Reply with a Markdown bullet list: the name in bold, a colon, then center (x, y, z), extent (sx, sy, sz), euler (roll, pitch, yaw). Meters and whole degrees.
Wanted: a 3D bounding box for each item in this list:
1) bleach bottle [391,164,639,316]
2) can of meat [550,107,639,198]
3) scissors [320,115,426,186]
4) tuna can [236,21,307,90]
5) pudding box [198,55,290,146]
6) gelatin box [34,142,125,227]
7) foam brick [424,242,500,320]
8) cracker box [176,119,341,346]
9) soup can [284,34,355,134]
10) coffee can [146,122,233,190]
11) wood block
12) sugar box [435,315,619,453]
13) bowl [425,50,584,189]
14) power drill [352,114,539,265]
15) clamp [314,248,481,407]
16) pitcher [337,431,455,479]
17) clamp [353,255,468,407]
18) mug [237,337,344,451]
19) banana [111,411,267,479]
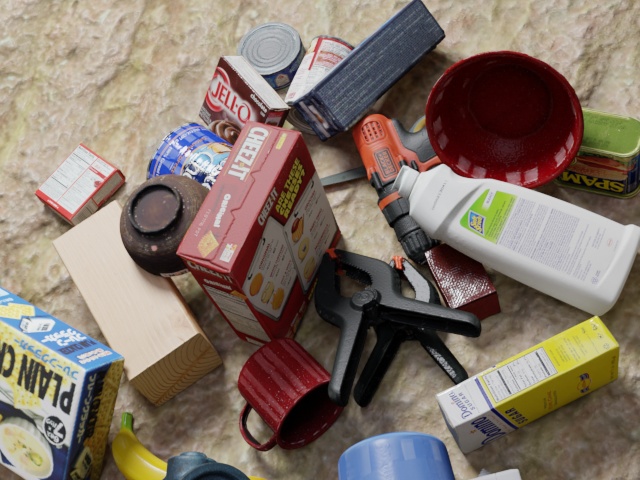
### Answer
- **bleach bottle**: center (0.196, -0.018, 1.101), extent (0.251, 0.068, 0.102), euler (26, 71, 4)
- **can of meat**: center (0.299, -0.096, 1.150), extent (0.102, 0.084, 0.057), euler (14, 67, 21)
- **scissors**: center (0.080, -0.105, 1.250), extent (0.202, 0.016, 0.096), euler (-1, 65, 13)
- **tuna can**: center (-0.062, -0.234, 1.347), extent (0.086, 0.033, 0.086), euler (-6, 61, 11)
- **pudding box**: center (-0.093, -0.156, 1.283), extent (0.039, 0.090, 0.114), euler (-13, 50, -42)
- **gelatin box**: center (-0.297, -0.067, 1.323), extent (0.073, 0.030, 0.089), euler (33, 75, 28)
- **foam brick**: center (0.151, 0.044, 1.134), extent (0.053, 0.051, 0.078), euler (-23, 59, 3)
- **cracker box**: center (-0.057, 0.001, 1.116), extent (0.072, 0.213, 0.164), euler (17, 68, 22)
- **soup can**: center (0.002, -0.187, 1.286), extent (0.069, 0.068, 0.102), euler (14, 67, 21)
- **coffee can**: center (-0.116, -0.060, 1.229), extent (0.140, 0.102, 0.102), euler (34, 75, 27)
- **wood block**: center (-0.205, 0.068, 1.192), extent (0.091, 0.090, 0.206), euler (-34, 60, -5)
- **sugar box**: center (0.204, 0.144, 1.043), extent (0.176, 0.093, 0.048), euler (-29, 59, -1)
- **bowl**: center (0.193, -0.132, 1.105), extent (0.162, 0.162, 0.055), euler (5, 34, 17)
- **power drill**: center (0.147, -0.084, 1.185), extent (0.187, 0.057, 0.184), euler (-23, 74, 2)
- **clamp**: center (0.061, 0.069, 1.102), extent (0.164, 0.036, 0.210), euler (-21, 38, -3)
- **pitcher**: center (0.091, 0.299, 0.966), extent (0.149, 0.145, 0.243), euler (-12, 57, 6)
- **clamp**: center (0.100, 0.095, 1.127), extent (0.120, 0.039, 0.171), euler (-1, 62, 14)
- **mug**: center (-0.039, 0.164, 1.103), extent (0.117, 0.093, 0.082), euler (-51, 56, 6)
- **banana**: center (-0.149, 0.242, 1.115), extent (0.198, 0.037, 0.069), euler (21, 70, 24)
